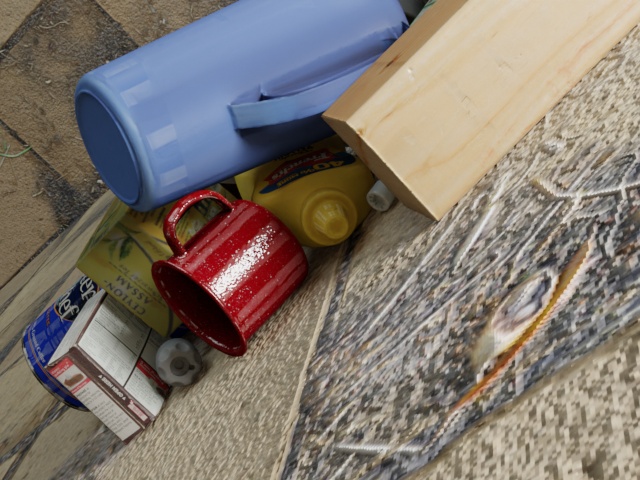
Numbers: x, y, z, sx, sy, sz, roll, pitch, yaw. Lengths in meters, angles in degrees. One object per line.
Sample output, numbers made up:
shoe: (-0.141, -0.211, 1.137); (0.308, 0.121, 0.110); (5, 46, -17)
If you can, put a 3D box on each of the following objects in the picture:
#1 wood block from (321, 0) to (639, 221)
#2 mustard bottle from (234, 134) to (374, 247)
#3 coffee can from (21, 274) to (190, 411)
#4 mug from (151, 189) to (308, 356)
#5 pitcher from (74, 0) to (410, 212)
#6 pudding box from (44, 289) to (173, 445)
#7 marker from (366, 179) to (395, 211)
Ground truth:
wood block: (0.110, -0.121, 0.702); (0.206, 0.090, 0.091); (-44, 14, -1)
mustard bottle: (-0.009, -0.038, 0.834); (0.096, 0.058, 0.192); (-18, 21, -6)
coffee can: (-0.184, 0.072, 0.964); (0.140, 0.102, 0.102); (-41, 14, 17)
mug: (-0.069, 0.015, 0.778); (0.081, 0.117, 0.093); (-45, 25, -25)
pitcher: (-0.050, -0.115, 0.800); (0.242, 0.145, 0.149); (-29, -17, -26)
pudding box: (-0.160, 0.095, 0.853); (0.039, 0.090, 0.113); (-39, 14, 19)
marker: (0.071, -0.068, 0.809); (0.020, 0.020, 0.121); (-26, 22, 53)
